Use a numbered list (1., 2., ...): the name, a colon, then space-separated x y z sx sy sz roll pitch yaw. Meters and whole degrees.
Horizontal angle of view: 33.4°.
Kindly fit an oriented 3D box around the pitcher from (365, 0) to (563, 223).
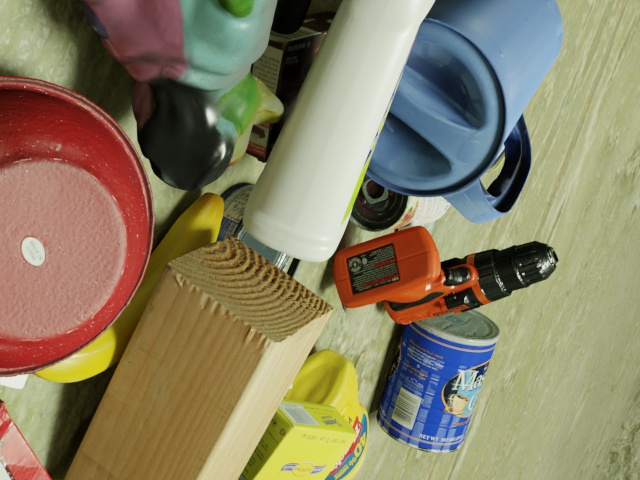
1. pitcher: 0.117 -0.128 0.840 0.242 0.145 0.149 -44 151 -54

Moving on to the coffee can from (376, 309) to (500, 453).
1. coffee can: 0.129 0.148 1.182 0.102 0.103 0.140 -15 125 -56

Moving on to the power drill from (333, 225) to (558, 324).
1. power drill: 0.114 0.033 1.008 0.187 0.185 0.057 18 56 -56

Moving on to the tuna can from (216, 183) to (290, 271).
1. tuna can: -0.055 0.001 0.808 0.086 0.034 0.086 -41 144 -39

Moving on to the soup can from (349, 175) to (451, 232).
1. soup can: 0.071 -0.045 0.959 0.102 0.069 0.068 -10 120 -59

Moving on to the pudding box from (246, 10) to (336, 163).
1. pudding box: -0.015 -0.115 0.779 0.113 0.039 0.090 -26 134 -51

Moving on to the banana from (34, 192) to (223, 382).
1. banana: -0.127 0.039 0.707 0.197 0.037 0.070 -39 145 -41

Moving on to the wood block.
1. wood block: -0.088 0.112 0.720 0.206 0.091 0.090 -61 164 23

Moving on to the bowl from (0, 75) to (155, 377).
1. bowl: -0.150 0.000 0.539 0.161 0.055 0.162 -8 105 -29

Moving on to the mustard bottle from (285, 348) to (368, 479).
1. mustard bottle: 0.006 0.191 1.048 0.096 0.058 0.191 -51 150 -23

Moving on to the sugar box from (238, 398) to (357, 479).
1. sugar box: -0.054 0.216 0.911 0.093 0.048 0.176 19 108 -49

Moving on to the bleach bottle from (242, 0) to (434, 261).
1. bleach bottle: 0.025 -0.112 0.666 0.102 0.068 0.251 -70 -177 -57
